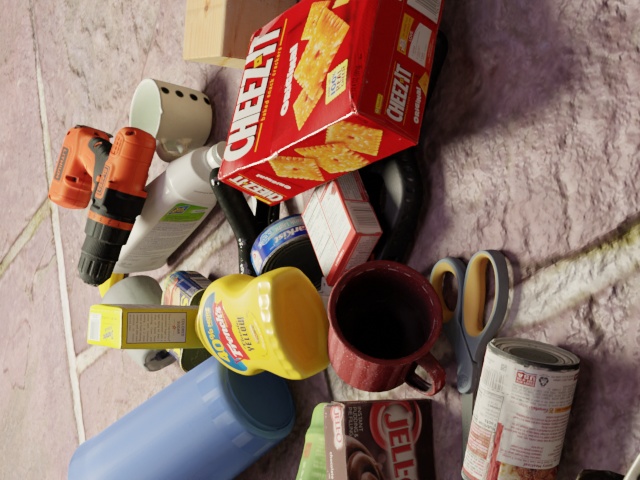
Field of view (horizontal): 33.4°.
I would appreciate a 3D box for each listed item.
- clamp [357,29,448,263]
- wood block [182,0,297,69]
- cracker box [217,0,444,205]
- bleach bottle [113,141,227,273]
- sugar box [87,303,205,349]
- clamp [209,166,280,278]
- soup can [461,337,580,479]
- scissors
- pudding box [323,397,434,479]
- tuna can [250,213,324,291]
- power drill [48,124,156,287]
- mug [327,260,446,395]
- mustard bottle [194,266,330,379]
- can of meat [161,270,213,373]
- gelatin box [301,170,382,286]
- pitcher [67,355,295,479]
[{"bbox_3d":[0.050,-0.076,0.956,0.165,0.036,0.210,6,93,57],"label":"clamp"},{"bbox_3d":[-0.080,-0.289,1.122,0.091,0.090,0.206,10,96,56],"label":"wood block"},{"bbox_3d":[0.005,-0.137,0.916,0.214,0.072,0.164,-18,54,52],"label":"cracker box"},{"bbox_3d":[-0.169,-0.042,1.250,0.251,0.102,0.068,-36,69,43],"label":"bleach bottle"},{"bbox_3d":[-0.144,0.090,1.113,0.093,0.175,0.048,-1,85,58],"label":"sugar box"},{"bbox_3d":[-0.057,0.001,1.084,0.039,0.120,0.171,-10,97,31],"label":"clamp"},{"bbox_3d":[0.144,0.128,0.769,0.069,0.068,0.102,24,107,55],"label":"soup can"},{"bbox_3d":[0.111,0.100,0.871,0.096,0.016,0.202,29,112,56],"label":"scissors"},{"bbox_3d":[0.050,0.189,0.889,0.039,0.089,0.113,-12,79,58],"label":"pudding box"},{"bbox_3d":[-0.022,0.015,1.016,0.086,0.086,0.034,-61,39,34],"label":"tuna can"},{"bbox_3d":[-0.261,-0.053,1.247,0.188,0.057,0.184,27,98,56],"label":"power drill"},{"bbox_3d":[0.057,0.083,0.883,0.117,0.093,0.081,41,155,16],"label":"mug"},{"bbox_3d":[-0.066,0.078,0.992,0.192,0.058,0.096,-8,104,58],"label":"mustard bottle"},{"bbox_3d":[-0.145,0.091,1.226,0.084,0.057,0.102,29,112,56],"label":"can of meat"},{"bbox_3d":[0.018,-0.015,0.943,0.073,0.030,0.089,116,146,-42],"label":"gelatin box"},{"bbox_3d":[-0.138,0.208,1.119,0.243,0.144,0.149,-38,42,28],"label":"pitcher"}]
